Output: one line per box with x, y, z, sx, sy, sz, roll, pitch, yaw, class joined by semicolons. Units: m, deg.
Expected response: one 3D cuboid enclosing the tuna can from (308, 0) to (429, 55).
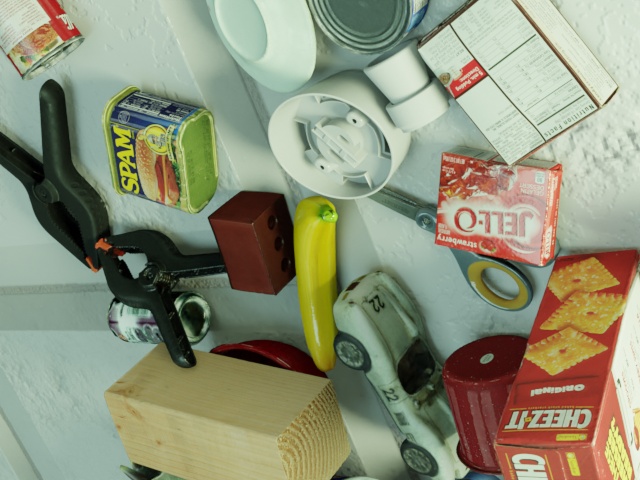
0.034;-0.178;0.762;0.086;0.033;0.086;20;131;25;tuna can

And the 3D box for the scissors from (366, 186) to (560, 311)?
0.095;0.001;0.860;0.202;0.016;0.096;13;124;30;scissors

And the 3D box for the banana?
-0.003;0.029;0.927;0.037;0.069;0.198;-3;134;0;banana

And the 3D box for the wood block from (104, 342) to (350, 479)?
-0.088;0.170;0.994;0.206;0.090;0.090;7;125;34;wood block

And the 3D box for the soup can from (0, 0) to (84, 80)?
-0.269;-0.203;0.953;0.069;0.068;0.102;-27;102;46;soup can

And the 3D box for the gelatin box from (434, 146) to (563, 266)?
0.131;-0.026;0.790;0.089;0.030;0.073;13;111;30;gelatin box

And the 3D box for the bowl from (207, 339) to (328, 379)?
-0.040;0.154;1.052;0.162;0.055;0.162;21;131;25;bowl

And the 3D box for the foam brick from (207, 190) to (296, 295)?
-0.056;0.001;0.953;0.051;0.052;0.078;5;125;35;foam brick

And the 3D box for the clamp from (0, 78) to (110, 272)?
-0.267;-0.063;1.079;0.165;0.036;0.210;-17;112;44;clamp

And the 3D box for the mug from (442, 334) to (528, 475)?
0.158;0.127;0.865;0.117;0.093;0.081;-14;110;10;mug

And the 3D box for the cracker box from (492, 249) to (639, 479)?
0.190;0.131;0.737;0.072;0.213;0.164;-6;119;29;cracker box

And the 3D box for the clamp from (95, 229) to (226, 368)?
-0.147;0.031;1.037;0.172;0.120;0.039;38;176;28;clamp

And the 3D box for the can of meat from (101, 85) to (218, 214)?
-0.141;-0.079;0.956;0.084;0.057;0.102;17;131;24;can of meat

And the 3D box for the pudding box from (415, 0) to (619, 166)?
0.132;-0.118;0.729;0.113;0.039;0.090;49;137;-6;pudding box
